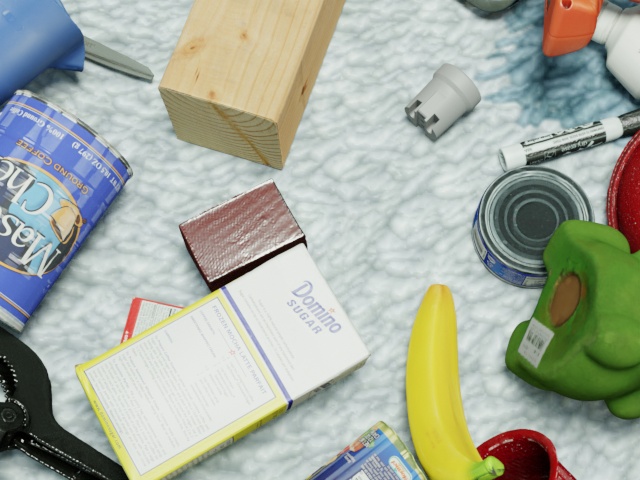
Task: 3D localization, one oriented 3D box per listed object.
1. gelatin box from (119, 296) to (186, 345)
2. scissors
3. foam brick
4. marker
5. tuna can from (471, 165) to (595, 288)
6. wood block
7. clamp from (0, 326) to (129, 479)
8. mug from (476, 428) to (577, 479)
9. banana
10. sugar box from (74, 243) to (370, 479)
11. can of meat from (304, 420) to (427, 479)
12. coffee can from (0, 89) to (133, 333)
[{"bbox_3d":[-0.098,0.086,0.754,0.089,0.030,0.073,12,72,3],"label":"gelatin box"},{"bbox_3d":[-0.220,-0.187,0.855,0.202,0.016,0.096,10,72,5],"label":"scissors"},{"bbox_3d":[-0.055,0.001,0.768,0.078,0.053,0.051,-27,73,-6],"label":"foam brick"},{"bbox_3d":[0.194,-0.077,0.803,0.121,0.020,0.020,-16,72,-3],"label":"marker"},{"bbox_3d":[0.154,-0.011,0.775,0.086,0.034,0.086,-1,72,2],"label":"tuna can"},{"bbox_3d":[-0.038,-0.173,0.805,0.090,0.091,0.206,17,73,7],"label":"wood block"},{"bbox_3d":[-0.202,0.127,0.712,0.164,0.036,0.210,-5,56,-41],"label":"clamp"},{"bbox_3d":[0.132,0.175,0.681,0.093,0.117,0.081,-41,111,11],"label":"mug"},{"bbox_3d":[0.084,0.107,0.701,0.037,0.198,0.070,25,115,-20],"label":"banana"},{"bbox_3d":[-0.065,0.085,0.714,0.176,0.048,0.093,-28,77,-14],"label":"sugar box"},{"bbox_3d":[0.019,0.165,0.687,0.084,0.102,0.057,-35,79,-12],"label":"can of meat"},{"bbox_3d":[-0.214,-0.020,0.754,0.103,0.103,0.140,30,75,11],"label":"coffee can"}]
